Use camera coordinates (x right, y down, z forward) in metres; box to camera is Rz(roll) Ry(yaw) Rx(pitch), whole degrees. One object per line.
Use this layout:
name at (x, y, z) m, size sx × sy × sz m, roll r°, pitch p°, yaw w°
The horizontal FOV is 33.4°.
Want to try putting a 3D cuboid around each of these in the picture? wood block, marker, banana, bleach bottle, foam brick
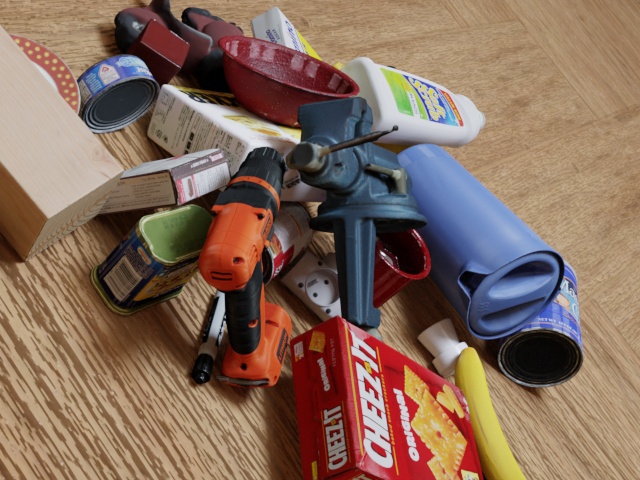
wood block at (-0.281, -0.098, 0.935) m, size 0.206 × 0.090 × 0.090 m, roll 49°, pitch 52°, yaw 2°
marker at (-0.103, 0.090, 1.018) m, size 0.020 × 0.020 × 0.121 m, roll 34°, pitch 37°, yaw -18°
banana at (0.177, 0.199, 1.132) m, size 0.069 × 0.037 × 0.198 m, roll 31°, pitch 34°, yaw -57°
bleach bottle at (0.128, -0.171, 1.377) m, size 0.250 × 0.068 × 0.102 m, roll -1°, pitch 65°, yaw -48°
foam brick at (-0.186, -0.189, 1.154) m, size 0.053 × 0.078 × 0.051 m, roll 34°, pitch 38°, yaw -18°

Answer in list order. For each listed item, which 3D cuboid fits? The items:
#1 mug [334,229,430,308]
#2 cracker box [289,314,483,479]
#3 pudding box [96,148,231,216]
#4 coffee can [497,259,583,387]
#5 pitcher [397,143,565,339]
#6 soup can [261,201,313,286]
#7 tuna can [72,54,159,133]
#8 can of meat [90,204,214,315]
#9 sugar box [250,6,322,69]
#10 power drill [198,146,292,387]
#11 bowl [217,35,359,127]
mug at (0.067, 0.020, 1.214) m, size 0.093 × 0.082 × 0.117 m, roll 44°, pitch 35°, yaw -5°
cracker box at (0.070, 0.188, 1.029) m, size 0.213 × 0.072 × 0.164 m, roll 34°, pitch 35°, yaw -39°
pudding box at (-0.155, -0.054, 1.025) m, size 0.089 × 0.114 × 0.039 m, roll -31°, pitch 109°, yaw -54°
coffee can at (0.273, 0.098, 1.338) m, size 0.102 × 0.103 × 0.140 m, roll 34°, pitch 37°, yaw -19°
pitcher at (0.176, -0.006, 1.280) m, size 0.145 × 0.149 × 0.243 m, roll -27°, pitch 49°, yaw -10°
soup can at (-0.057, 0.001, 1.112) m, size 0.068 × 0.069 × 0.102 m, roll 47°, pitch 34°, yaw 0°
tuna can at (-0.209, -0.149, 1.082) m, size 0.085 × 0.086 × 0.034 m, roll -10°, pitch 62°, yaw -51°
can of meat at (-0.148, 0.016, 0.986) m, size 0.057 × 0.084 × 0.101 m, roll 54°, pitch 35°, yaw 11°
sugar box at (-0.018, -0.198, 1.317) m, size 0.176 × 0.048 × 0.093 m, roll 46°, pitch 25°, yaw -51°
power drill at (-0.063, 0.028, 0.988) m, size 0.057 × 0.188 × 0.184 m, roll 4°, pitch 38°, yaw 12°
bowl at (-0.041, -0.166, 1.157) m, size 0.162 × 0.055 × 0.162 m, roll 18°, pitch 21°, yaw -7°
